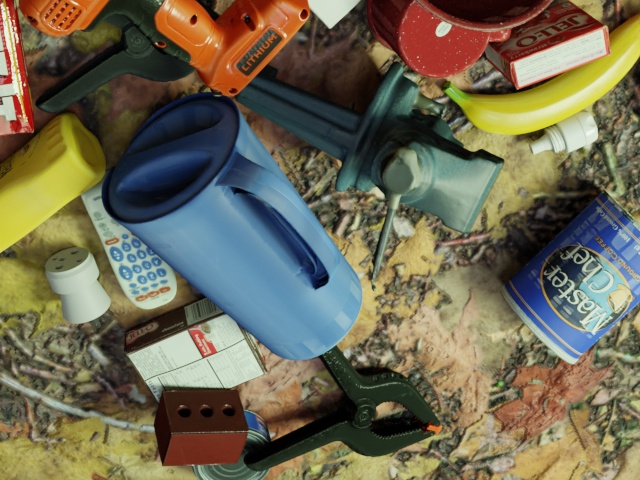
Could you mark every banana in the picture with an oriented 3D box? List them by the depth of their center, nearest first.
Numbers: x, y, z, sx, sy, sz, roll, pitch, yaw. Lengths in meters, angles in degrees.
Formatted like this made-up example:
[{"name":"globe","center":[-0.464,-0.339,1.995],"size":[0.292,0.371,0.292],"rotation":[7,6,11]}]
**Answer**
[{"name":"banana","center":[0.212,-0.140,0.962],"size":[0.198,0.037,0.069],"rotation":[-20,123,-1]}]

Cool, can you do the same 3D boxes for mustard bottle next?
[{"name":"mustard bottle","center":[-0.267,-0.024,0.881],"size":[0.192,0.096,0.058],"rotation":[-36,119,8]}]

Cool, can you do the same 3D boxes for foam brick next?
[{"name":"foam brick","center":[-0.114,0.178,1.014],"size":[0.078,0.053,0.051],"rotation":[2,131,-23]}]

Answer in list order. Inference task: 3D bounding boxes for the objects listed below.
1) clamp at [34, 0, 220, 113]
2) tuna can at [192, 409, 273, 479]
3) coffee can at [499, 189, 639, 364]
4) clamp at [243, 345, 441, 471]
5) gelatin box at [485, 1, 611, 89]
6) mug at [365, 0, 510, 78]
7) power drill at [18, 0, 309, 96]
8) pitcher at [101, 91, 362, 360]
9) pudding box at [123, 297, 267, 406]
[{"name":"clamp","center":[-0.156,-0.174,0.857],"size":[0.171,0.039,0.120],"rotation":[-15,126,-12]},{"name":"tuna can","center":[-0.091,0.215,1.092],"size":[0.086,0.034,0.086],"rotation":[-6,120,-10]},{"name":"coffee can","center":[0.259,0.035,1.033],"size":[0.102,0.103,0.140],"rotation":[37,105,-28]},{"name":"clamp","center":[0.028,0.180,1.087],"size":[0.209,0.036,0.164],"rotation":[23,98,-29]},{"name":"gelatin box","center":[0.194,-0.170,0.920],"size":[0.089,0.073,0.030],"rotation":[-21,122,-1]},{"name":"mug","center":[0.103,-0.183,0.887],"size":[0.117,0.081,0.093],"rotation":[8,116,-17]},{"name":"power drill","center":[-0.097,-0.196,0.775],"size":[0.185,0.057,0.187],"rotation":[-42,137,23]},{"name":"pitcher","center":[-0.056,0.001,0.905],"size":[0.145,0.149,0.242],"rotation":[-30,132,13]},{"name":"pudding box","center":[-0.119,0.109,1.024],"size":[0.113,0.039,0.090],"rotation":[-22,124,3]}]
